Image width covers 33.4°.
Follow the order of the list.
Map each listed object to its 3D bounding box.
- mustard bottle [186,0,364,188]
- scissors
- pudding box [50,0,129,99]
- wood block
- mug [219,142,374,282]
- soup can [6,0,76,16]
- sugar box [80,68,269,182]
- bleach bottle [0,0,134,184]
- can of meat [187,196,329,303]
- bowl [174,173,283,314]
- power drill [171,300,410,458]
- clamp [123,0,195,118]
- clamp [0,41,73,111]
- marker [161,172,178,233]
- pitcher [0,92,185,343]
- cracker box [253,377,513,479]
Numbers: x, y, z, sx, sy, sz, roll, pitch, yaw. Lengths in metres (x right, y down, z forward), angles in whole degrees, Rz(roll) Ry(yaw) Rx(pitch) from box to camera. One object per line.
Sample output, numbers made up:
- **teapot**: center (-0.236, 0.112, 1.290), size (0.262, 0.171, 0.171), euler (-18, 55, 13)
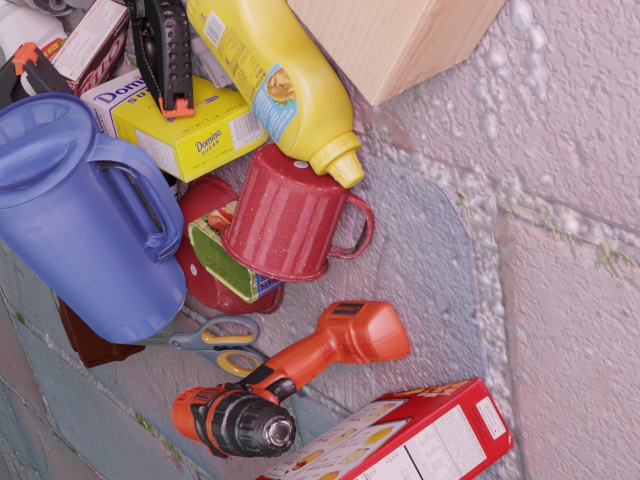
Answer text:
- **mustard bottle**: center (-0.027, -0.122, 0.812), size (0.192, 0.058, 0.096), euler (56, 153, 8)
- **scissors**: center (-0.142, 0.125, 1.189), size (0.202, 0.016, 0.096), euler (-15, 120, 33)
- **pudding box**: center (-0.227, -0.170, 1.037), size (0.039, 0.113, 0.090), euler (25, 148, -3)
- **wood block**: center (0.065, -0.178, 0.575), size (0.091, 0.090, 0.206), euler (53, 151, 13)
- **mug**: center (-0.014, -0.022, 0.852), size (0.117, 0.093, 0.082), euler (18, 116, -4)
- **soup can**: center (-0.290, -0.270, 1.092), size (0.102, 0.068, 0.068), euler (25, 136, 48)
- **sugar box**: center (-0.135, -0.112, 0.961), size (0.176, 0.093, 0.048), euler (29, 139, 44)
- **bleach bottle**: center (-0.294, -0.158, 1.167), size (0.068, 0.102, 0.251), euler (-19, 101, 58)
- **can of meat**: center (-0.056, 0.001, 0.948), size (0.102, 0.083, 0.057), euler (34, 143, 40)
- **bowl**: center (-0.108, 0.016, 1.078), size (0.162, 0.055, 0.162), euler (40, 147, 33)
- **power drill**: center (-0.019, 0.115, 0.886), size (0.185, 0.187, 0.057), euler (-4, 112, 61)
- **clamp**: center (-0.139, -0.205, 0.892), size (0.165, 0.036, 0.210), euler (129, 128, -59)
- **clamp**: center (-0.275, -0.113, 1.002), size (0.120, 0.039, 0.171), euler (3, 137, 8)
- **marker**: center (-0.163, -0.040, 1.152), size (0.020, 0.020, 0.121), euler (44, 148, 28)
- **pitcher**: center (-0.208, -0.010, 0.985), size (0.149, 0.145, 0.242), euler (42, 167, 40)
- **cracker box**: center (0.027, 0.197, 0.858), size (0.072, 0.213, 0.164), euler (61, 152, -2)
